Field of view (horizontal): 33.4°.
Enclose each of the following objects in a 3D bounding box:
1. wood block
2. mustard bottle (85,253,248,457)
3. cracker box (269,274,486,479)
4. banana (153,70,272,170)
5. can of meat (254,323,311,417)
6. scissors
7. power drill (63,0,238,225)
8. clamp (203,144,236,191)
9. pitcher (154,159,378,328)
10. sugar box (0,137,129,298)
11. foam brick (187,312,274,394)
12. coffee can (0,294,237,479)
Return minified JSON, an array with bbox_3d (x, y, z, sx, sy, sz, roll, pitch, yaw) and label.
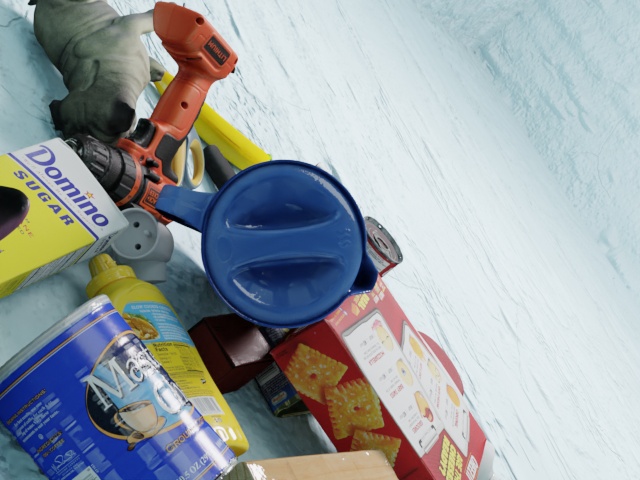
[{"bbox_3d":[-0.012,0.220,0.802,0.205,0.090,0.091,15,41,-59],"label":"wood block"},{"bbox_3d":[-0.132,0.090,0.822,0.096,0.058,0.192,10,44,-59],"label":"mustard bottle"},{"bbox_3d":[0.059,0.145,0.974,0.213,0.072,0.164,57,22,-5],"label":"cracker box"},{"bbox_3d":[-0.125,-0.133,1.281,0.197,0.037,0.070,39,5,-32],"label":"banana"},{"bbox_3d":[-0.025,0.118,1.010,0.102,0.057,0.084,7,49,-62],"label":"can of meat"},{"bbox_3d":[-0.141,-0.142,1.139,0.096,0.016,0.201,47,47,-62],"label":"scissors"},{"bbox_3d":[-0.152,-0.113,0.952,0.057,0.187,0.184,23,-6,19],"label":"power drill"},{"bbox_3d":[-0.057,-0.014,1.181,0.164,0.036,0.210,23,31,-24],"label":"clamp"},{"bbox_3d":[-0.056,0.001,0.947,0.149,0.145,0.243,66,-10,-2],"label":"pitcher"},{"bbox_3d":[-0.226,-0.013,0.774,0.093,0.048,0.176,51,34,3],"label":"sugar box"},{"bbox_3d":[-0.086,0.099,0.919,0.053,0.051,0.078,55,20,16],"label":"foam brick"},{"bbox_3d":[-0.136,0.121,0.691,0.140,0.103,0.102,51,20,1],"label":"coffee can"}]
